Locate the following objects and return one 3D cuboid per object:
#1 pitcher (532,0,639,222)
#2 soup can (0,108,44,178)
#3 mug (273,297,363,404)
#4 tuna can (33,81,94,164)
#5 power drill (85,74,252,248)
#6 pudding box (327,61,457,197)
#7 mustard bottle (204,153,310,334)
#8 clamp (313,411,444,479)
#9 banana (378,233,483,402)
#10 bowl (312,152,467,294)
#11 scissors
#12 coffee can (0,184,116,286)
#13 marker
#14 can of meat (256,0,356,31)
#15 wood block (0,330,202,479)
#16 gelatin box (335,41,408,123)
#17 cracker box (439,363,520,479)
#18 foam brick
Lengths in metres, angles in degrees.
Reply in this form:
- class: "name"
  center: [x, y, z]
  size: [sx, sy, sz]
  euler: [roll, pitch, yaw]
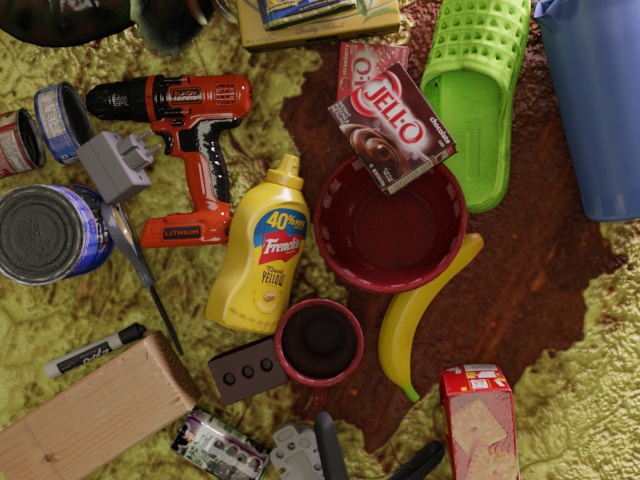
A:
- class: "pitcher"
  center: [0.314, -0.149, 1.097]
  size: [0.149, 0.145, 0.243]
  euler: [-10, 96, 16]
- class: "soup can"
  center: [-0.362, -0.098, 1.162]
  size: [0.102, 0.068, 0.068]
  euler: [-16, 92, 4]
- class: "mug"
  center: [0.001, 0.117, 1.143]
  size: [0.093, 0.081, 0.117]
  euler: [-3, 92, 3]
- class: "tuna can"
  center: [-0.274, -0.125, 1.146]
  size: [0.034, 0.086, 0.086]
  euler: [-17, 92, 6]
- class: "power drill"
  center: [-0.162, -0.086, 1.155]
  size: [0.184, 0.057, 0.188]
  euler: [-2, 94, 10]
- class: "pudding box"
  center: [0.075, -0.115, 1.104]
  size: [0.090, 0.039, 0.113]
  euler: [-34, 74, 5]
- class: "mustard bottle"
  center: [-0.057, 0.002, 1.137]
  size: [0.058, 0.096, 0.191]
  euler: [18, 93, 43]
- class: "clamp"
  center: [0.046, 0.292, 1.139]
  size: [0.164, 0.036, 0.210]
  euler: [12, 92, -27]
- class: "banana"
  center: [0.109, 0.074, 1.160]
  size: [0.069, 0.037, 0.198]
  euler: [21, 95, -15]
- class: "bowl"
  center: [0.076, -0.019, 1.134]
  size: [0.162, 0.055, 0.162]
  euler: [-2, 78, 10]
- class: "scissors"
  center: [-0.194, 0.034, 1.149]
  size: [0.016, 0.096, 0.202]
  euler: [-23, 88, 1]
- class: "coffee can"
  center: [-0.279, -0.008, 1.125]
  size: [0.103, 0.140, 0.103]
  euler: [0, 93, 3]
- class: "marker"
  center: [-0.251, 0.122, 1.190]
  size: [0.121, 0.020, 0.020]
  euler: [-24, 91, 4]
- class: "can of meat"
  center: [-0.020, -0.262, 1.071]
  size: [0.102, 0.057, 0.084]
  euler: [-14, 93, 5]
- class: "wood block"
  center: [-0.243, 0.193, 1.158]
  size: [0.206, 0.090, 0.091]
  euler: [-32, 91, 4]
- class: "gelatin box"
  center: [0.055, -0.166, 1.152]
  size: [0.073, 0.030, 0.089]
  euler: [5, 93, 3]
- class: "cracker box"
  center: [0.165, 0.245, 1.098]
  size: [0.072, 0.164, 0.214]
  euler: [-4, 92, 5]
- class: "foam brick"
  center: [-0.076, 0.140, 1.164]
  size: [0.078, 0.051, 0.053]
  euler: [-22, 91, 4]
